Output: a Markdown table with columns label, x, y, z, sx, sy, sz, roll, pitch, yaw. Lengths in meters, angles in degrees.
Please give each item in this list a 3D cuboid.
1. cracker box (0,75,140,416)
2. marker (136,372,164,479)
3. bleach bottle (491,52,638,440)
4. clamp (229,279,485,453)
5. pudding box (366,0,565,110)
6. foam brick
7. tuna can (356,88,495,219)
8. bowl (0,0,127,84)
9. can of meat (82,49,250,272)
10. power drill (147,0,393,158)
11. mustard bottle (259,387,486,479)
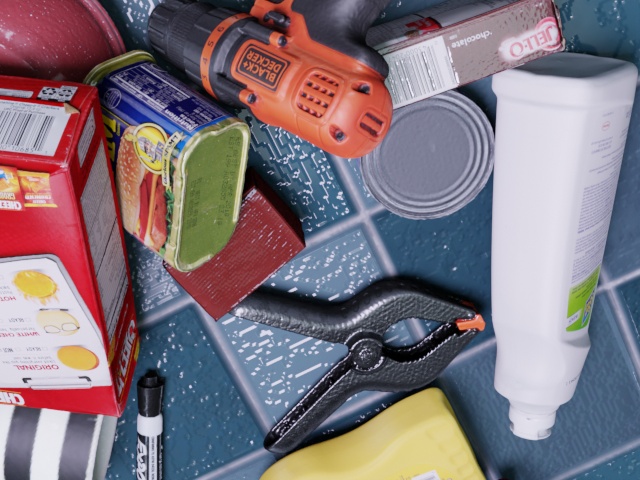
| label | x | y | z | sx | sy | sz | roll | pitch | yaw |
| --- | --- | --- | --- | --- | --- | --- | --- | --- | --- |
| cracker box | -0.195 | 0.005 | 0.597 | 0.164 | 0.072 | 0.214 | 6 | 137 | 4 |
| marker | -0.118 | 0.147 | 0.737 | 0.020 | 0.020 | 0.121 | 1 | 109 | -6 |
| bleach bottle | 0.143 | 0.013 | 0.676 | 0.068 | 0.102 | 0.251 | 17 | 114 | 34 |
| clamp | 0.020 | 0.063 | 0.712 | 0.171 | 0.039 | 0.120 | -24 | 114 | 0 |
| pudding box | 0.076 | -0.116 | 0.628 | 0.113 | 0.090 | 0.039 | -18 | 108 | 1 |
| foam brick | -0.054 | 0.001 | 0.676 | 0.078 | 0.053 | 0.051 | -40 | 108 | 9 |
| tuna can | 0.065 | -0.059 | 0.673 | 0.086 | 0.034 | 0.086 | -2 | 113 | -5 |
| bowl | -0.192 | -0.083 | 0.613 | 0.162 | 0.055 | 0.162 | 0 | 122 | -1 |
| can of meat | -0.090 | -0.044 | 0.611 | 0.084 | 0.057 | 0.102 | 34 | 134 | 26 |
| power drill | -0.003 | -0.154 | 0.587 | 0.057 | 0.185 | 0.188 | 20 | 99 | -54 |
| mustard bottle | 0.014 | 0.178 | 0.737 | 0.191 | 0.058 | 0.096 | -26 | 128 | 4 |
